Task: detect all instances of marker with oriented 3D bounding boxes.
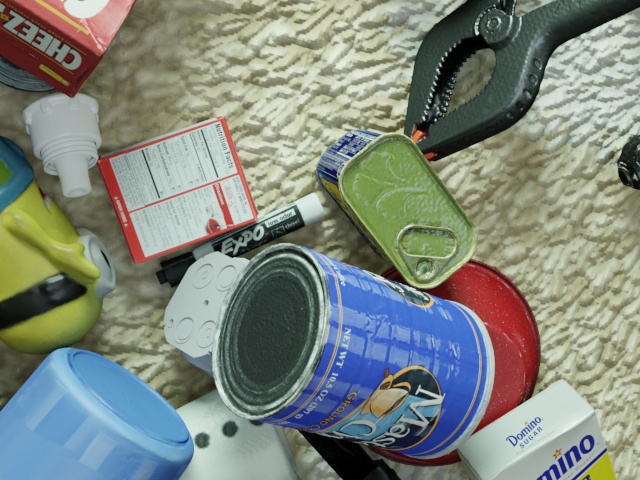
[{"bbox_3d":[-0.055,0.001,0.724,0.121,0.020,0.020,-25,105,-7],"label":"marker"}]

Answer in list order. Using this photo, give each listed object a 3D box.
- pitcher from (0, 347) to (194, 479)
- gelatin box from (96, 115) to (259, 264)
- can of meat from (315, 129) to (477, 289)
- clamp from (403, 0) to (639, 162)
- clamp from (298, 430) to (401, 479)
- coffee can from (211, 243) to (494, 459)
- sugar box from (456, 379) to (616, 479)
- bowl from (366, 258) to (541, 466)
[{"bbox_3d":[-0.183,0.193,0.642,0.149,0.145,0.243,38,93,14],"label":"pitcher"},{"bbox_3d":[-0.094,-0.034,0.704,0.089,0.030,0.073,-20,103,-8],"label":"gelatin box"},{"bbox_3d":[0.047,-0.025,0.709,0.057,0.084,0.102,-40,106,-4],"label":"can of meat"},{"bbox_3d":[0.118,-0.146,0.702,0.210,0.165,0.036,-49,145,18],"label":"clamp"},{"bbox_3d":[0.030,0.163,0.739,0.039,0.120,0.171,-36,138,-4],"label":"clamp"},{"bbox_3d":[0.021,0.069,0.642,0.140,0.103,0.103,21,96,-37],"label":"coffee can"},{"bbox_3d":[0.168,0.190,0.767,0.093,0.048,0.176,-31,128,-6],"label":"sugar box"},{"bbox_3d":[0.092,0.094,0.756,0.162,0.055,0.162,-2,101,-13],"label":"bowl"}]
